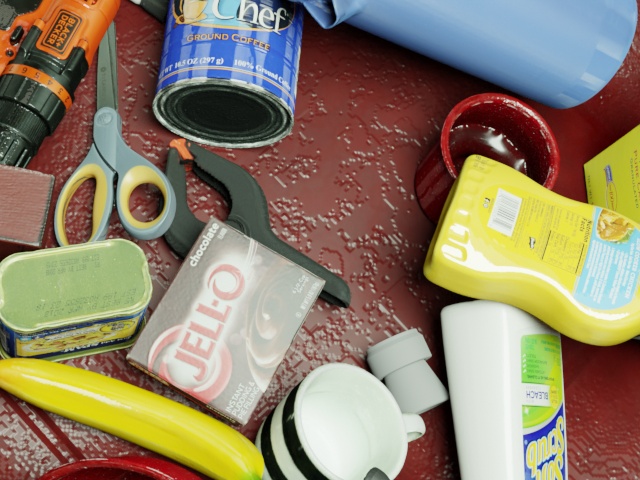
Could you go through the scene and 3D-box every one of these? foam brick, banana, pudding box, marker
[{"bbox_3d":[-0.208,-0.011,0.712,0.053,0.078,0.051,11,68,-14],"label":"foam brick"},{"bbox_3d":[-0.115,0.117,0.695,0.198,0.069,0.037,21,81,8],"label":"banana"},{"bbox_3d":[-0.063,0.054,0.714,0.090,0.039,0.113,30,75,-3],"label":"pudding box"},{"bbox_3d":[-0.163,-0.206,0.826,0.121,0.020,0.020,34,66,-1],"label":"marker"}]

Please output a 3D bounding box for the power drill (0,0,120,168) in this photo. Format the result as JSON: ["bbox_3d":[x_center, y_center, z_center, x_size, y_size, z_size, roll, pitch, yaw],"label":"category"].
[{"bbox_3d":[-0.259,-0.146,0.760,0.187,0.057,0.184,26,64,-7],"label":"power drill"}]

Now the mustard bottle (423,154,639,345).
[{"bbox_3d":[0.171,0.017,0.715,0.191,0.058,0.096,22,56,2],"label":"mustard bottle"}]

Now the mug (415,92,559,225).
[{"bbox_3d":[0.129,-0.043,0.810,0.093,0.082,0.117,-37,83,-23],"label":"mug"}]

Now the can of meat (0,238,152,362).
[{"bbox_3d":[-0.163,0.041,0.701,0.102,0.084,0.057,-10,73,-18],"label":"can of meat"}]

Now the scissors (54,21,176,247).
[{"bbox_3d":[-0.138,-0.078,0.773,0.096,0.016,0.201,5,67,14],"label":"scissors"}]

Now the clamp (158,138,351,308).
[{"bbox_3d":[-0.055,0.001,0.768,0.120,0.039,0.171,-17,79,-18],"label":"clamp"}]

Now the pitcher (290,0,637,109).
[{"bbox_3d":[0.104,-0.195,0.757,0.242,0.149,0.145,20,21,-25],"label":"pitcher"}]

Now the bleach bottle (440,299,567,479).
[{"bbox_3d":[0.138,0.169,0.741,0.102,0.068,0.251,12,70,-52],"label":"bleach bottle"}]

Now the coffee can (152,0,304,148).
[{"bbox_3d":[-0.064,-0.153,0.787,0.102,0.103,0.140,9,69,-12],"label":"coffee can"}]
